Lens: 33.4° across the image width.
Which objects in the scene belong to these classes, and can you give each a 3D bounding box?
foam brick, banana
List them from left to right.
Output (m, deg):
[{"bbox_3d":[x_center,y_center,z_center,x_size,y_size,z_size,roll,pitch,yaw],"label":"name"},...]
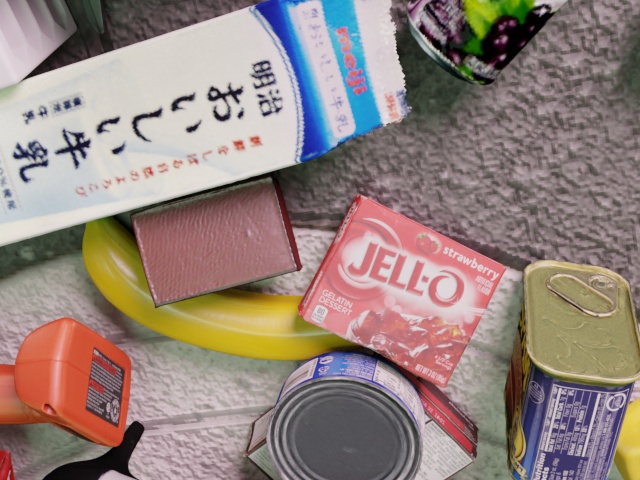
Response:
[{"bbox_3d":[-0.054,0.001,0.560,0.078,0.053,0.051,-15,91,2],"label":"foam brick"},{"bbox_3d":[-0.055,0.032,0.604,0.197,0.037,0.070,21,120,-2],"label":"banana"}]

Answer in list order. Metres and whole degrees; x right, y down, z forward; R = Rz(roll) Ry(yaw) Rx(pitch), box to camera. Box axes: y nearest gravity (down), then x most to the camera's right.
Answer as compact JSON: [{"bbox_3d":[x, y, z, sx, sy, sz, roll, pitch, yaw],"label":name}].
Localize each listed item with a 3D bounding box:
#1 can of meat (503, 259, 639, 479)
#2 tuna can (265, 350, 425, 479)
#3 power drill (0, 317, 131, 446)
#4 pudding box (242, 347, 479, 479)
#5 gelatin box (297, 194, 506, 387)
[{"bbox_3d":[0.129,0.073,0.559,0.057,0.102,0.084,7,121,5],"label":"can of meat"},{"bbox_3d":[0.015,0.104,0.590,0.086,0.033,0.086,4,115,9],"label":"tuna can"},{"bbox_3d":[-0.213,0.075,0.591,0.188,0.057,0.184,0,161,13],"label":"power drill"},{"bbox_3d":[0.024,0.119,0.638,0.114,0.039,0.090,-39,103,23],"label":"pudding box"},{"bbox_3d":[0.043,0.026,0.572,0.089,0.030,0.073,27,91,-7],"label":"gelatin box"}]
